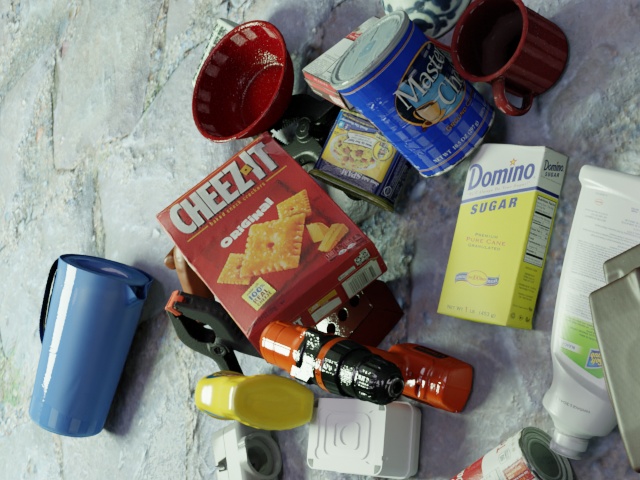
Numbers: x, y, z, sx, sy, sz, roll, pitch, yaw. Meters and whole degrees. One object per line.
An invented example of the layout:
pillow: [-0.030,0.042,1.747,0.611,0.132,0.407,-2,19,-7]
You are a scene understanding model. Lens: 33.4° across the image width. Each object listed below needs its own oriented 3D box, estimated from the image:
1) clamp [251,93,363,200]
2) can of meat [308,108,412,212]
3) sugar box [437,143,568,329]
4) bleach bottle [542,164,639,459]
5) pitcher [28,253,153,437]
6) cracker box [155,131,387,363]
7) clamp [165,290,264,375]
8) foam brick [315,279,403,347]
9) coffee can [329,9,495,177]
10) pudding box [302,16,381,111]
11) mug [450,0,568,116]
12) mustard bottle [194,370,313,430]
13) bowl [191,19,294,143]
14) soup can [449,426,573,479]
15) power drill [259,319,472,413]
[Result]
clamp: [-0.003,-0.141,1.286,0.210,0.036,0.164,14,88,45]
can of meat: [0.050,-0.090,1.177,0.102,0.057,0.084,25,89,24]
sugar box: [0.177,-0.005,1.044,0.094,0.048,0.176,7,85,49]
bleach bottle: [0.245,0.066,0.938,0.103,0.067,0.251,21,97,48]
pitcher: [-0.336,0.143,1.503,0.149,0.145,0.243,-131,57,-78]
cracker box: [-0.058,0.001,1.156,0.164,0.072,0.214,-38,54,-6]
clamp: [-0.102,0.116,1.246,0.120,0.171,0.039,-29,29,27]
foam brick: [0.041,0.085,1.162,0.078,0.051,0.053,-53,46,23]
coffee can: [0.093,-0.147,1.081,0.103,0.140,0.103,-40,22,20]
pudding box: [0.047,-0.199,1.195,0.113,0.039,0.090,-39,34,-8]
mug: [0.190,-0.178,1.052,0.093,0.081,0.117,-17,67,44]
mustard bottle: [-0.087,0.176,1.194,0.192,0.096,0.058,169,108,-65]
bowl: [-0.085,-0.187,1.317,0.162,0.055,0.162,-19,61,37]
soup can: [0.170,0.223,0.970,0.102,0.068,0.068,-44,50,30]
power drill: [0.059,0.125,1.030,0.185,0.187,0.057,17,90,50]
